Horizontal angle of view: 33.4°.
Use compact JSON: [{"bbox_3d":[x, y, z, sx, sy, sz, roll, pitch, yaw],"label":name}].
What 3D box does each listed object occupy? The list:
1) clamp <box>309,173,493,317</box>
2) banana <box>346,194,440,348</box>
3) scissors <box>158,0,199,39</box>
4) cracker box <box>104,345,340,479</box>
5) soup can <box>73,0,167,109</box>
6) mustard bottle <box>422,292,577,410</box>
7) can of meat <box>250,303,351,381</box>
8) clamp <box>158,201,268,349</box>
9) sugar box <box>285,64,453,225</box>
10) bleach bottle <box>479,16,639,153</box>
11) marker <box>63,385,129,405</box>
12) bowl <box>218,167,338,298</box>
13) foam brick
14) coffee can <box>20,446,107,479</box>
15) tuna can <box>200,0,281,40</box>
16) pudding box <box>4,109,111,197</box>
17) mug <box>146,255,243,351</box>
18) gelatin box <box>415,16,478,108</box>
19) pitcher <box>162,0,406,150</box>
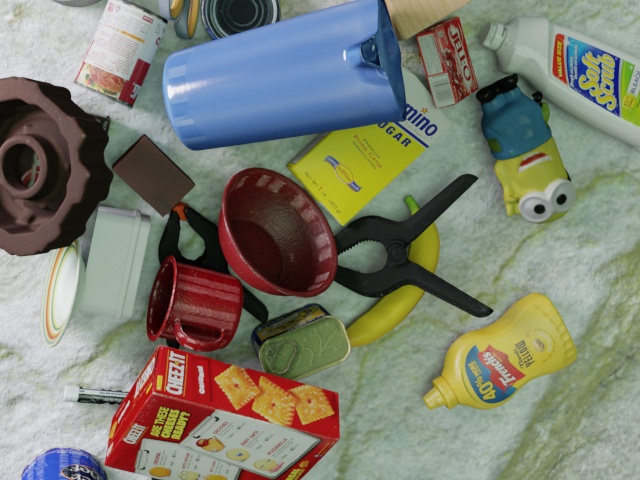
[{"bbox_3d":[0.093,0.005,1.225,0.210,0.036,0.164,0,84,7],"label":"clamp"},{"bbox_3d":[0.092,0.049,1.261,0.070,0.037,0.198,25,91,12],"label":"banana"},{"bbox_3d":[-0.144,-0.314,1.121,0.016,0.096,0.202,6,102,14],"label":"scissors"},{"bbox_3d":[-0.109,0.207,1.176,0.213,0.072,0.164,18,135,-19],"label":"cracker box"},{"bbox_3d":[-0.211,-0.200,1.131,0.068,0.068,0.102,23,93,-15],"label":"soup can"},{"bbox_3d":[0.209,0.149,1.291,0.191,0.058,0.096,-30,104,-6],"label":"mustard bottle"},{"bbox_3d":[-0.026,0.116,1.218,0.102,0.084,0.057,-22,104,-9],"label":"can of meat"},{"bbox_3d":[-0.126,0.037,1.207,0.120,0.039,0.171,-11,107,-14],"label":"clamp"},{"bbox_3d":[0.057,-0.110,1.218,0.176,0.048,0.093,-43,105,-2],"label":"sugar box"},{"bbox_3d":[0.300,-0.189,1.251,0.250,0.068,0.102,20,88,-13],"label":"bleach bottle"},{"bbox_3d":[-0.231,0.179,1.217,0.121,0.020,0.020,7,98,-14],"label":"marker"},{"bbox_3d":[-0.058,0.001,1.180,0.162,0.162,0.055,42,128,-16],"label":"bowl"},{"bbox_3d":[-0.183,-0.072,1.168,0.053,0.051,0.078,-45,105,-1],"label":"foam brick"},{"bbox_3d":[-0.280,0.297,1.162,0.102,0.140,0.103,-2,100,-13],"label":"coffee can"},{"bbox_3d":[-0.087,-0.251,1.168,0.086,0.034,0.086,-2,100,-12],"label":"tuna can"},{"bbox_3d":[-0.282,-0.090,1.148,0.090,0.039,0.113,13,96,-13],"label":"pudding box"},{"bbox_3d":[-0.131,0.077,1.138,0.081,0.117,0.093,14,118,-22],"label":"mug"},{"bbox_3d":[0.145,-0.202,1.209,0.030,0.073,0.089,-8,106,32],"label":"gelatin box"},{"bbox_3d":[-0.033,-0.168,1.125,0.243,0.145,0.149,-10,138,13],"label":"pitcher"}]
